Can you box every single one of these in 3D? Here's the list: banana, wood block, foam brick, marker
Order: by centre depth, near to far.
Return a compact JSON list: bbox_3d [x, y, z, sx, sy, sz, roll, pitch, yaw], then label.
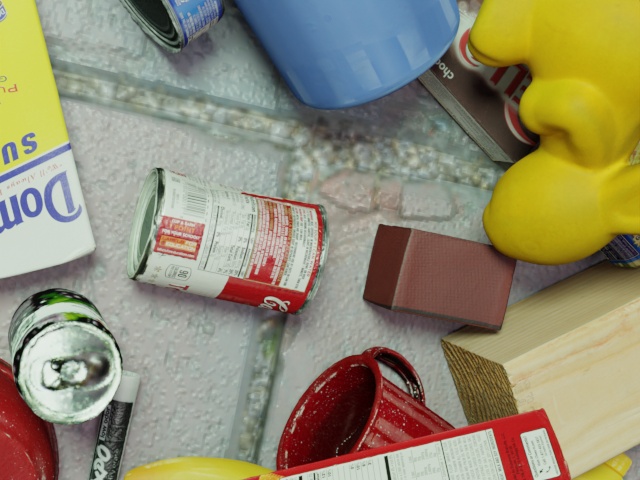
[{"bbox_3d":[-0.127,0.137,0.630,0.020,0.020,0.121,12,91,-19],"label":"marker"},{"bbox_3d":[-0.027,0.180,0.658,0.197,0.037,0.069,40,80,-17],"label":"banana"},{"bbox_3d":[0.074,0.022,0.670,0.078,0.053,0.051,11,91,-20],"label":"foam brick"},{"bbox_3d":[0.197,0.070,0.695,0.205,0.091,0.090,-23,101,-16],"label":"wood block"}]

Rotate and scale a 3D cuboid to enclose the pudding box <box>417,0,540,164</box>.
[{"bbox_3d":[0.112,-0.117,0.678,0.113,0.039,0.090,43,81,-17],"label":"pudding box"}]

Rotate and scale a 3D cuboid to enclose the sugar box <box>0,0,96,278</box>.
[{"bbox_3d":[-0.188,-0.067,0.579,0.093,0.048,0.176,-16,98,-17],"label":"sugar box"}]

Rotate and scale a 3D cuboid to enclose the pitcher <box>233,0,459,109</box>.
[{"bbox_3d":[-0.009,-0.195,0.554,0.145,0.149,0.242,-38,122,-11],"label":"pitcher"}]

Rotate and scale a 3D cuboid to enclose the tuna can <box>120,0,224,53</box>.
[{"bbox_3d":[-0.091,-0.147,0.583,0.033,0.086,0.086,-40,105,-13],"label":"tuna can"}]

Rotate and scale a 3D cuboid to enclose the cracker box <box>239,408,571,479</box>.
[{"bbox_3d":[0.041,0.195,0.597,0.214,0.072,0.164,-15,126,5],"label":"cracker box"}]

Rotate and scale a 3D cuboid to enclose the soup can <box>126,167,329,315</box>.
[{"bbox_3d":[-0.054,0.001,0.618,0.102,0.069,0.068,13,90,-19],"label":"soup can"}]

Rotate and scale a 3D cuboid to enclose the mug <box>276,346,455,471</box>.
[{"bbox_3d":[0.036,0.120,0.655,0.081,0.093,0.117,36,46,-23],"label":"mug"}]
